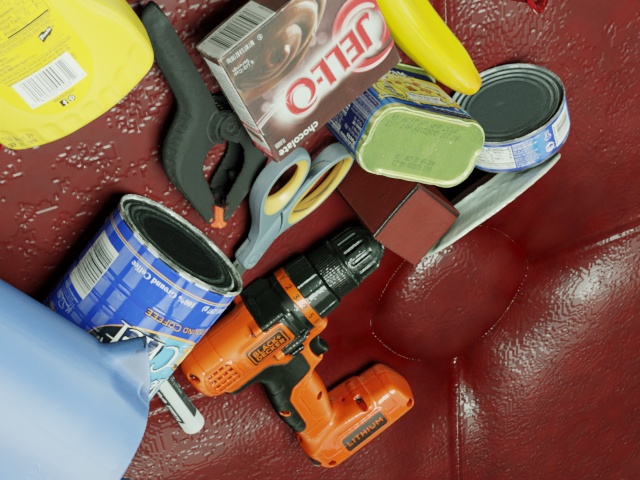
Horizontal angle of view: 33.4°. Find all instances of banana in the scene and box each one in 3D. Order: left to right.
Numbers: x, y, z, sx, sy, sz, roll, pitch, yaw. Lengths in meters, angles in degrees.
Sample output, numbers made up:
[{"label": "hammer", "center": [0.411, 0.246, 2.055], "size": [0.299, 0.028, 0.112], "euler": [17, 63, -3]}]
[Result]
[{"label": "banana", "center": [0.055, -0.162, 0.699], "size": [0.037, 0.070, 0.197], "euler": [-49, 146, -9]}]

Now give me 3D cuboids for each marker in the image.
[{"label": "marker", "center": [-0.123, 0.110, 0.833], "size": [0.020, 0.020, 0.121], "euler": [-31, 132, -5]}]

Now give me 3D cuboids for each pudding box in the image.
[{"label": "pudding box", "center": [-0.011, -0.119, 0.674], "size": [0.113, 0.039, 0.090], "euler": [-39, 132, -10]}]

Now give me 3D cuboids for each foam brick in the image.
[{"label": "foam brick", "center": [0.054, -0.030, 0.788], "size": [0.052, 0.078, 0.051], "euler": [31, 105, -38]}]

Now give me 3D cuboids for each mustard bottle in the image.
[{"label": "mustard bottle", "center": [-0.165, -0.127, 0.493], "size": [0.096, 0.058, 0.191], "euler": [-29, 140, 8]}]

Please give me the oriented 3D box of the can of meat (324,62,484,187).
[{"label": "can of meat", "center": [0.053, -0.084, 0.744], "size": [0.101, 0.084, 0.057], "euler": [7, 119, -32]}]

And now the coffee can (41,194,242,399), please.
[{"label": "coffee can", "center": [-0.136, 0.054, 0.730], "size": [0.102, 0.103, 0.140], "euler": [30, 105, -40]}]

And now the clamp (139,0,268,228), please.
[{"label": "clamp", "center": [-0.074, -0.086, 0.704], "size": [0.120, 0.039, 0.172], "euler": [0, 119, -30]}]

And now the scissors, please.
[{"label": "scissors", "center": [-0.055, 0.001, 0.775], "size": [0.202, 0.016, 0.096], "euler": [-45, 157, 8]}]

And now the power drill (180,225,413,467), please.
[{"label": "power drill", "center": [0.003, 0.091, 0.864], "size": [0.184, 0.057, 0.187], "euler": [-36, 130, 2]}]

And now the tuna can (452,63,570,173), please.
[{"label": "tuna can", "center": [0.139, -0.090, 0.784], "size": [0.086, 0.086, 0.033], "euler": [-31, 133, -5]}]

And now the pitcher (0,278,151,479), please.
[{"label": "pitcher", "center": [-0.228, 0.071, 0.583], "size": [0.242, 0.149, 0.145], "euler": [39, 144, -24]}]
